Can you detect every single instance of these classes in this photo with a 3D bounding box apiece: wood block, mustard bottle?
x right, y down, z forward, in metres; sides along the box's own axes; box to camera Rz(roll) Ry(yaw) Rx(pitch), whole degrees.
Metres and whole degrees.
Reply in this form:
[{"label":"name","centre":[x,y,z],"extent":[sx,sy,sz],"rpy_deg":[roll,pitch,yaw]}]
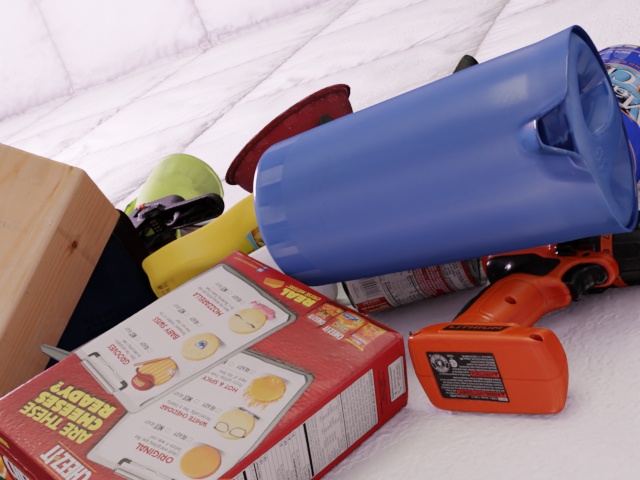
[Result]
[{"label":"wood block","centre":[-0.256,0.039,0.861],"extent":[0.090,0.091,0.206],"rpy_deg":[17,71,18]},{"label":"mustard bottle","centre":[-0.056,0.001,0.949],"extent":[0.191,0.096,0.058],"rpy_deg":[-32,53,2]}]

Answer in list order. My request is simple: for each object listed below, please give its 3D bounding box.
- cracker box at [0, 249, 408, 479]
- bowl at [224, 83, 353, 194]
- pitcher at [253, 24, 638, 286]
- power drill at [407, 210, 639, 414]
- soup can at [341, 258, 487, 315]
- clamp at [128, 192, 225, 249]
[{"label":"cracker box","centre":[-0.074,0.107,0.676],"extent":[0.213,0.072,0.164],"rpy_deg":[-34,42,-31]},{"label":"bowl","centre":[-0.018,-0.089,1.097],"extent":[0.162,0.055,0.162],"rpy_deg":[-36,-9,-7]},{"label":"pitcher","centre":[0.085,-0.044,0.727],"extent":[0.243,0.149,0.145],"rpy_deg":[-15,43,28]},{"label":"power drill","centre":[0.157,0.039,0.686],"extent":[0.185,0.057,0.187],"rpy_deg":[-8,21,42]},{"label":"soup can","centre":[0.071,0.015,0.835],"extent":[0.102,0.068,0.068],"rpy_deg":[-17,19,20]},{"label":"clamp","centre":[-0.173,-0.012,1.083],"extent":[0.120,0.039,0.172],"rpy_deg":[-27,11,-22]}]
